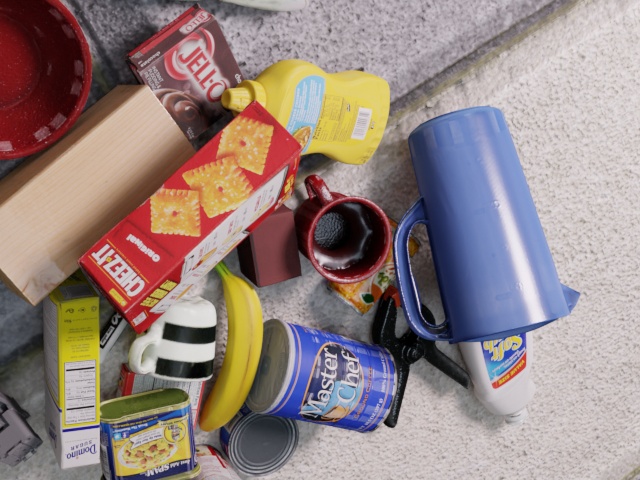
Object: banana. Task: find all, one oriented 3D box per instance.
[{"bbox_3d":[-0.094,0.122,1.141,0.037,0.070,0.198,-3,107,-38],"label":"banana"}]

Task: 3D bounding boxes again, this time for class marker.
[{"bbox_3d":[-0.200,0.072,1.100,0.020,0.020,0.121,34,90,-30],"label":"marker"}]

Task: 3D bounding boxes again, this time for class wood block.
[{"bbox_3d":[-0.225,-0.046,0.988,0.206,0.090,0.090,-44,115,-17],"label":"wood block"}]

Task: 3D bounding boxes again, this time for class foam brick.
[{"bbox_3d":[-0.057,0.001,1.126,0.051,0.053,0.078,-16,114,-20],"label":"foam brick"}]

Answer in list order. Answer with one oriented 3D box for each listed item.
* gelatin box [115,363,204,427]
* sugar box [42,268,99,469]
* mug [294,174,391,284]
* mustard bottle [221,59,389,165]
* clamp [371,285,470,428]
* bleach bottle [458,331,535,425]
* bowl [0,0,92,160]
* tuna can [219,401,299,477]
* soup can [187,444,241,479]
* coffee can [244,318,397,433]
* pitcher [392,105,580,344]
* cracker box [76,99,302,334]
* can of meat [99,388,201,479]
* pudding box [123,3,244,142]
[{"bbox_3d":[-0.173,0.172,1.140,0.089,0.030,0.073,7,102,-26],"label":"gelatin box"},{"bbox_3d":[-0.246,0.125,1.053,0.048,0.093,0.176,-6,110,-22],"label":"sugar box"},{"bbox_3d":[0.013,-0.017,1.133,0.093,0.082,0.117,-32,108,-9],"label":"mug"},{"bbox_3d":[-0.018,-0.131,1.073,0.191,0.058,0.096,2,111,-42],"label":"mustard bottle"},{"bbox_3d":[0.099,0.137,1.254,0.120,0.039,0.171,-35,112,-16],"label":"clamp"},{"bbox_3d":[0.217,0.116,1.291,0.102,0.068,0.251,-26,118,-12],"label":"bleach bottle"},{"bbox_3d":[-0.291,-0.156,0.960,0.161,0.055,0.162,-8,110,-23],"label":"bowl"},{"bbox_3d":[-0.069,0.220,1.203,0.086,0.034,0.086,-8,110,-23],"label":"tuna can"},{"bbox_3d":[-0.118,0.274,1.157,0.068,0.102,0.068,-8,110,-24],"label":"soup can"},{"bbox_3d":[-0.002,0.150,1.173,0.140,0.103,0.103,17,99,-29],"label":"coffee can"},{"bbox_3d":[0.163,-0.012,1.144,0.148,0.145,0.243,-6,79,-49],"label":"pitcher"},{"bbox_3d":[-0.118,-0.017,0.992,0.213,0.164,0.072,-43,85,-11],"label":"cracker box"},{"bbox_3d":[-0.178,0.204,1.096,0.102,0.058,0.084,-10,107,-22],"label":"can of meat"},{"bbox_3d":[-0.126,-0.158,1.027,0.090,0.039,0.113,-38,146,-9],"label":"pudding box"}]
